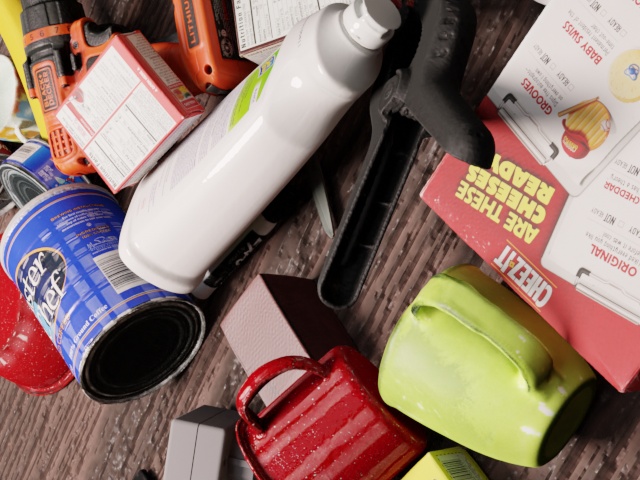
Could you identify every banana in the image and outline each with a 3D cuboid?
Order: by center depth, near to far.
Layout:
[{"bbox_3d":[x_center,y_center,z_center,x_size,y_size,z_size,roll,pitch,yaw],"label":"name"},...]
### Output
[{"bbox_3d":[-0.236,-0.142,0.871,0.070,0.037,0.198,-19,91,47],"label":"banana"}]

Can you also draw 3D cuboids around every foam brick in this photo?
[{"bbox_3d":[-0.020,0.068,0.709,0.053,0.051,0.078,-50,57,27],"label":"foam brick"}]

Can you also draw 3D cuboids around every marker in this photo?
[{"bbox_3d":[-0.055,0.001,0.762,0.121,0.020,0.020,-44,59,33],"label":"marker"}]

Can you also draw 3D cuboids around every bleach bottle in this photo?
[{"bbox_3d":[-0.039,-0.066,0.691,0.251,0.068,0.102,-39,30,41],"label":"bleach bottle"}]

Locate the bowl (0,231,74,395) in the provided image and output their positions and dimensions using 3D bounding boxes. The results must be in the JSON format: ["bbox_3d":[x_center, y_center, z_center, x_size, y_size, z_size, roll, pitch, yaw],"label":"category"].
[{"bbox_3d":[-0.262,0.054,0.920,0.162,0.055,0.162,-4,84,41],"label":"bowl"}]

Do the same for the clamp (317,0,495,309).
[{"bbox_3d":[0.058,-0.079,0.599,0.165,0.036,0.210,-43,29,56],"label":"clamp"}]

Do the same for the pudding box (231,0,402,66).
[{"bbox_3d":[-0.006,-0.176,0.714,0.114,0.039,0.090,-15,77,28],"label":"pudding box"}]

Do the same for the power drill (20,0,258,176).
[{"bbox_3d":[-0.142,-0.154,0.783,0.188,0.057,0.184,-13,91,33],"label":"power drill"}]

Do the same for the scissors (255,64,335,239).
[{"bbox_3d":[-0.032,-0.094,0.758,0.096,0.016,0.202,-11,79,42],"label":"scissors"}]

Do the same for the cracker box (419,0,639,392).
[{"bbox_3d":[0.173,-0.057,0.538,0.164,0.071,0.214,48,118,35],"label":"cracker box"}]

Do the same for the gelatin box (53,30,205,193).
[{"bbox_3d":[-0.133,-0.088,0.735,0.073,0.030,0.089,51,123,4],"label":"gelatin box"}]

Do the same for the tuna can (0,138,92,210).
[{"bbox_3d":[-0.222,-0.040,0.874,0.086,0.086,0.033,15,52,41],"label":"tuna can"}]

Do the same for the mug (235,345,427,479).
[{"bbox_3d":[0.002,0.110,0.637,0.081,0.117,0.093,-43,26,8],"label":"mug"}]

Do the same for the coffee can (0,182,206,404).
[{"bbox_3d":[-0.166,0.038,0.805,0.140,0.102,0.103,47,116,33],"label":"coffee can"}]
